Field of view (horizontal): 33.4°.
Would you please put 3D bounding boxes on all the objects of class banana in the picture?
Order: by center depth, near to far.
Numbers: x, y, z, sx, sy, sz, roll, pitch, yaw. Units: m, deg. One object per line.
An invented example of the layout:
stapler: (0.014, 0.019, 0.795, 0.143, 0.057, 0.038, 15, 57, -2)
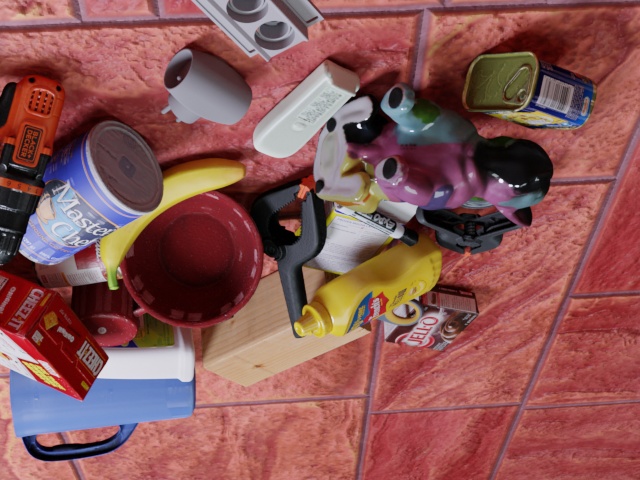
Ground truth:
banana: (-0.171, -0.035, 1.151, 0.198, 0.069, 0.037, -41, -177, 5)

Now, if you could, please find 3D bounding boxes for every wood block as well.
wood block: (-0.047, 0.102, 1.364, 0.206, 0.090, 0.090, -27, 142, 28)

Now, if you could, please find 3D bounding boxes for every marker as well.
marker: (0.066, -0.021, 1.180, 0.121, 0.020, 0.020, 25, 136, -37)

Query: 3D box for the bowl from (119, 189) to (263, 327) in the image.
bowl: (-0.143, 0.015, 1.205, 0.162, 0.162, 0.055, -7, -173, 2)

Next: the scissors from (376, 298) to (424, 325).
scissors: (0.065, 0.105, 1.418, 0.096, 0.016, 0.202, 35, 137, -1)

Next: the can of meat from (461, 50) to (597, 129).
can of meat: (0.203, -0.142, 1.033, 0.083, 0.057, 0.102, 14, 179, -30)

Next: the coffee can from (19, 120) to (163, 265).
coffee can: (-0.247, -0.048, 1.100, 0.140, 0.103, 0.102, -26, 141, 28)

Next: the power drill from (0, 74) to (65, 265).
power drill: (-0.346, -0.084, 0.991, 0.187, 0.184, 0.057, 16, 177, -23)

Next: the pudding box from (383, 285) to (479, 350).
pudding box: (0.147, 0.104, 1.437, 0.090, 0.039, 0.114, 10, 143, -19)

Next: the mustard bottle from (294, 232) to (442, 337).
mustard bottle: (0.051, 0.062, 1.236, 0.191, 0.058, 0.096, -26, 155, -28)

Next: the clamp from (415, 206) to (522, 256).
clamp: (0.181, -0.013, 1.222, 0.120, 0.039, 0.171, 7, 171, 16)

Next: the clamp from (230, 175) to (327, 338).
clamp: (-0.058, 0.002, 1.226, 0.164, 0.036, 0.210, 29, 129, 11)

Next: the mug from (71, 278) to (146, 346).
mug: (-0.251, 0.074, 1.300, 0.117, 0.081, 0.093, -13, 146, 11)

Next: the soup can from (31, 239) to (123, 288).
soup can: (-0.272, 0.016, 1.224, 0.102, 0.068, 0.068, -8, 146, 5)

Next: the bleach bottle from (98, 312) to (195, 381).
bleach bottle: (-0.290, 0.135, 1.355, 0.250, 0.102, 0.068, -2, 134, -14)

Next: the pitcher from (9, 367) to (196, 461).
pitcher: (-0.292, 0.201, 1.436, 0.242, 0.145, 0.149, -2, 145, -11)

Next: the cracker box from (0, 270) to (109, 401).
cracker box: (-0.370, 0.089, 1.234, 0.214, 0.072, 0.164, 18, 154, 24)

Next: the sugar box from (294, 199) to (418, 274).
sugar box: (0.043, -0.027, 1.224, 0.093, 0.048, 0.176, 12, 139, -25)
